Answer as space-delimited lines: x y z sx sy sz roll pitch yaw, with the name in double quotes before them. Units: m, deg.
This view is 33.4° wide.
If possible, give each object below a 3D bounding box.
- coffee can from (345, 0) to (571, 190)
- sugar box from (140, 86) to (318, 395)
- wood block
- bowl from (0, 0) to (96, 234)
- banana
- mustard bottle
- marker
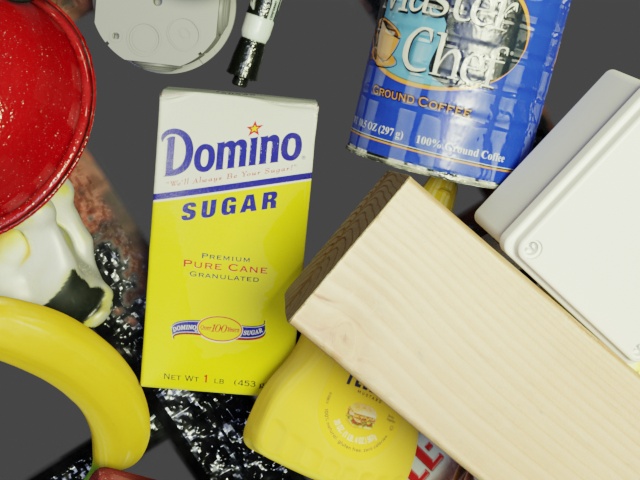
"coffee can" 0.079 -0.107 0.585 0.103 0.103 0.140 12 100 -3
"sugar box" -0.054 0.001 0.633 0.093 0.048 0.176 4 102 -3
"wood block" 0.088 0.066 0.545 0.206 0.090 0.091 40 93 -6
"bowl" -0.207 -0.080 0.577 0.162 0.055 0.162 -3 74 10
"banana" -0.145 0.084 0.614 0.069 0.037 0.197 -39 136 -16
"mustard bottle" 0.036 0.050 0.622 0.096 0.058 0.191 27 79 -16
"marker" -0.029 -0.147 0.619 0.020 0.020 0.121 18 100 -4
